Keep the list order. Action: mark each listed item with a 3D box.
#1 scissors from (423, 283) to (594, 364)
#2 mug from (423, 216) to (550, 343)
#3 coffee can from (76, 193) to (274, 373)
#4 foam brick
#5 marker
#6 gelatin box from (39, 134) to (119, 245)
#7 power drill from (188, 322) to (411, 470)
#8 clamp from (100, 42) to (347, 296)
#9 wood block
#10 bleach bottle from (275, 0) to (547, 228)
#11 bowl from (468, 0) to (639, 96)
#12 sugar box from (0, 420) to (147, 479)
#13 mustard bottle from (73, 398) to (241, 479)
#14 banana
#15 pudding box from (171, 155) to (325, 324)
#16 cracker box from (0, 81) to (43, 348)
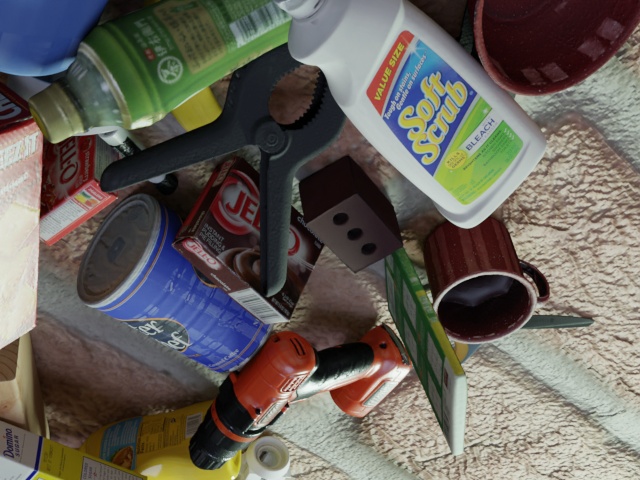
[{"bbox_3d":[0.169,0.095,1.028,0.201,0.016,0.096,18,95,-22],"label":"scissors"},{"bbox_3d":[0.148,0.032,0.945,0.117,0.081,0.093,6,132,-13],"label":"mug"},{"bbox_3d":[-0.118,0.038,0.901,0.103,0.103,0.140,-38,127,26],"label":"coffee can"},{"bbox_3d":[0.026,-0.022,0.898,0.053,0.051,0.078,-30,130,19],"label":"foam brick"},{"bbox_3d":[-0.139,-0.064,0.830,0.020,0.020,0.121,-18,157,9],"label":"marker"},{"bbox_3d":[-0.190,-0.050,0.817,0.073,0.089,0.030,-32,131,21],"label":"gelatin box"},{"bbox_3d":[-0.018,0.144,0.993,0.187,0.057,0.185,-7,147,-45],"label":"power drill"},{"bbox_3d":[-0.037,-0.069,0.794,0.210,0.036,0.164,-48,116,0],"label":"clamp"},{"bbox_3d":[-0.314,0.164,1.005,0.090,0.091,0.206,-2,134,-6],"label":"wood block"},{"bbox_3d":[0.054,-0.103,0.737,0.103,0.068,0.250,-46,133,13],"label":"bleach bottle"},{"bbox_3d":[0.158,-0.183,0.737,0.161,0.055,0.162,-19,131,-23],"label":"bowl"},{"bbox_3d":[-0.257,0.224,0.974,0.176,0.048,0.093,31,123,-26],"label":"sugar box"},{"bbox_3d":[-0.177,0.214,1.066,0.191,0.096,0.058,-12,123,5],"label":"mustard bottle"},{"bbox_3d":[-0.094,-0.144,0.776,0.069,0.037,0.198,2,133,-7],"label":"banana"},{"bbox_3d":[-0.056,0.001,0.868,0.039,0.090,0.113,-14,130,45],"label":"pudding box"},{"bbox_3d":[-0.279,-0.038,0.774,0.164,0.072,0.214,35,135,20],"label":"cracker box"}]
